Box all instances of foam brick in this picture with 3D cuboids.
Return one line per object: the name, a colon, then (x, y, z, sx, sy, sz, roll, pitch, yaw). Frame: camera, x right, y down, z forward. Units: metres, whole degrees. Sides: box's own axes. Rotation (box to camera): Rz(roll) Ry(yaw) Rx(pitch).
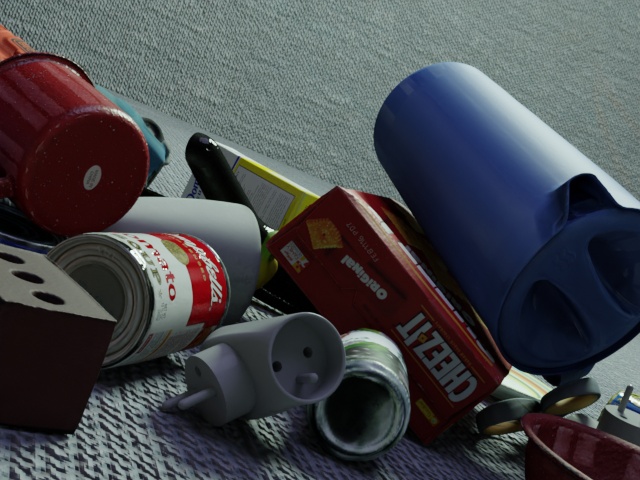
foam brick: (-0.130, 0.037, 0.441, 0.052, 0.051, 0.078, 18, 9, -42)

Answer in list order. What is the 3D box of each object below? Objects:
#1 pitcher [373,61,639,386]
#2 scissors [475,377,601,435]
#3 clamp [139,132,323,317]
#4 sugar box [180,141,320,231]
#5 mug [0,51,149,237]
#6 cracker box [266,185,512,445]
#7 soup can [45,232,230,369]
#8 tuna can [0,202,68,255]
pitcher: (0.131, -0.020, 0.766, 0.144, 0.149, 0.243, 22, 23, -35)
scissors: (0.183, 0.126, 0.791, 0.201, 0.096, 0.016, 13, 55, -53)
clamp: (-0.055, 0.001, 0.814, 0.210, 0.036, 0.165, 37, -26, -12)
sugar box: (-0.069, -0.026, 1.012, 0.048, 0.093, 0.176, 22, 7, -38)
mug: (-0.163, -0.050, 0.619, 0.117, 0.093, 0.082, -19, 37, -32)
cracker box: (0.063, 0.044, 0.762, 0.164, 0.072, 0.213, 50, 10, 9)
soup can: (-0.097, 0.029, 0.559, 0.068, 0.068, 0.102, 26, 7, 15)
tuna can: (-0.187, 0.002, 0.607, 0.086, 0.034, 0.086, 24, 6, -3)
